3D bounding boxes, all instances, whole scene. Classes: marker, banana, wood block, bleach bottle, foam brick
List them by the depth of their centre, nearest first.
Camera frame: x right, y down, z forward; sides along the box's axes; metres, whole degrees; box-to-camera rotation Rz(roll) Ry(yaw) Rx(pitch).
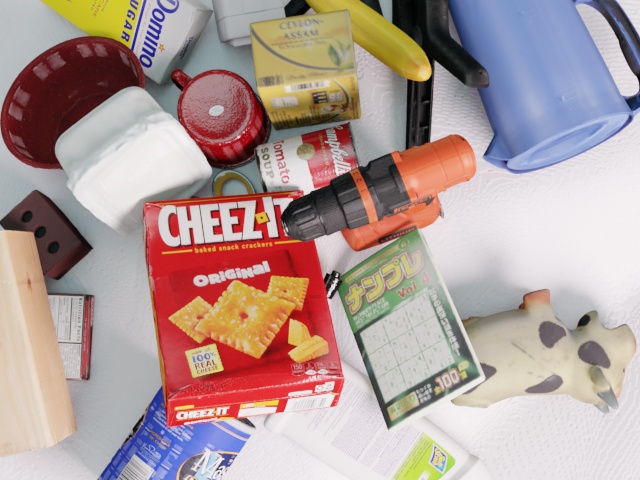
[{"bbox_3d":[-0.310,0.100,1.033,0.090,0.091,0.206,-13,88,3],"label":"wood block"},{"bbox_3d":[0.072,0.215,1.050,0.251,0.068,0.102,36,84,6],"label":"bleach bottle"},{"bbox_3d":[0.043,-0.211,1.070,0.198,0.069,0.037,39,114,23],"label":"banana"},{"bbox_3d":[-0.010,0.086,1.088,0.020,0.020,0.121,27,91,7],"label":"marker"},{"bbox_3d":[-0.284,-0.006,1.109,0.053,0.051,0.078,-43,82,-3],"label":"foam brick"}]

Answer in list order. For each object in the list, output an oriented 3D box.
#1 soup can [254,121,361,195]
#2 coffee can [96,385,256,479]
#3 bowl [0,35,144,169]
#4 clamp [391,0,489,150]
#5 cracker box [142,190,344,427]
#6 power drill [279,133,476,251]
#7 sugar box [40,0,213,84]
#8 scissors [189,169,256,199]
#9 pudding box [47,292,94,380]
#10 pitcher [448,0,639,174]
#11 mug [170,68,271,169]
[{"bbox_3d":[-0.011,-0.077,1.093,0.102,0.068,0.068,-14,81,2],"label":"soup can"},{"bbox_3d":[-0.143,0.213,1.043,0.103,0.103,0.140,33,86,7],"label":"coffee can"},{"bbox_3d":[-0.247,-0.131,1.107,0.162,0.055,0.162,-8,61,14],"label":"bowl"},{"bbox_3d":[0.104,-0.190,1.087,0.036,0.165,0.210,-2,59,-21],"label":"clamp"},{"bbox_3d":[-0.078,0.059,1.016,0.164,0.072,0.214,-5,59,-12],"label":"cracker box"},{"bbox_3d":[0.054,-0.034,1.022,0.184,0.187,0.057,-20,83,-1],"label":"power drill"},{"bbox_3d":[-0.210,-0.251,1.128,0.176,0.048,0.093,36,110,10],"label":"sugar box"},{"bbox_3d":[-0.057,0.001,1.111,0.202,0.016,0.096,32,80,2],"label":"scissors"},{"bbox_3d":[-0.293,0.098,1.102,0.113,0.039,0.090,2,83,2],"label":"pudding box"},{"bbox_3d":[0.215,-0.201,1.068,0.148,0.145,0.243,-10,74,-42],"label":"pitcher"},{"bbox_3d":[-0.109,-0.135,1.100,0.093,0.081,0.117,-44,82,-3],"label":"mug"}]
